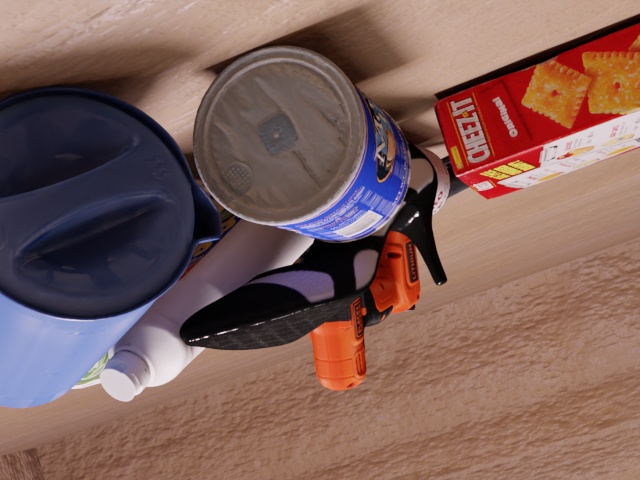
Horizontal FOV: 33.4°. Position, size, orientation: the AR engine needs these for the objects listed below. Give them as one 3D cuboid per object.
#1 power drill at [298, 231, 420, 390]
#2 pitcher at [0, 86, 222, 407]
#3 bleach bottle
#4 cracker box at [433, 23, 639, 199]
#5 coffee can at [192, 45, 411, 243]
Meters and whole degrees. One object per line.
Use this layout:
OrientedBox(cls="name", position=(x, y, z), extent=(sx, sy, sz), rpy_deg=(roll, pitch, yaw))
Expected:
OrientedBox(cls="power drill", position=(0.035, 0.027, 1.017), extent=(0.057, 0.184, 0.187), rpy_deg=(1, -164, 26))
OrientedBox(cls="pitcher", position=(-0.178, 0.020, 0.644), extent=(0.144, 0.149, 0.243), rpy_deg=(-48, -179, -33))
OrientedBox(cls="bleach bottle", position=(-0.076, 0.029, 0.801), extent=(0.103, 0.068, 0.250), rpy_deg=(-25, -163, 40))
OrientedBox(cls="cracker box", position=(0.213, -0.107, 0.860), extent=(0.214, 0.072, 0.164), rpy_deg=(-19, 170, 15))
OrientedBox(cls="coffee can", position=(-0.006, -0.054, 0.668), extent=(0.103, 0.103, 0.140), rpy_deg=(-20, 170, 14))
